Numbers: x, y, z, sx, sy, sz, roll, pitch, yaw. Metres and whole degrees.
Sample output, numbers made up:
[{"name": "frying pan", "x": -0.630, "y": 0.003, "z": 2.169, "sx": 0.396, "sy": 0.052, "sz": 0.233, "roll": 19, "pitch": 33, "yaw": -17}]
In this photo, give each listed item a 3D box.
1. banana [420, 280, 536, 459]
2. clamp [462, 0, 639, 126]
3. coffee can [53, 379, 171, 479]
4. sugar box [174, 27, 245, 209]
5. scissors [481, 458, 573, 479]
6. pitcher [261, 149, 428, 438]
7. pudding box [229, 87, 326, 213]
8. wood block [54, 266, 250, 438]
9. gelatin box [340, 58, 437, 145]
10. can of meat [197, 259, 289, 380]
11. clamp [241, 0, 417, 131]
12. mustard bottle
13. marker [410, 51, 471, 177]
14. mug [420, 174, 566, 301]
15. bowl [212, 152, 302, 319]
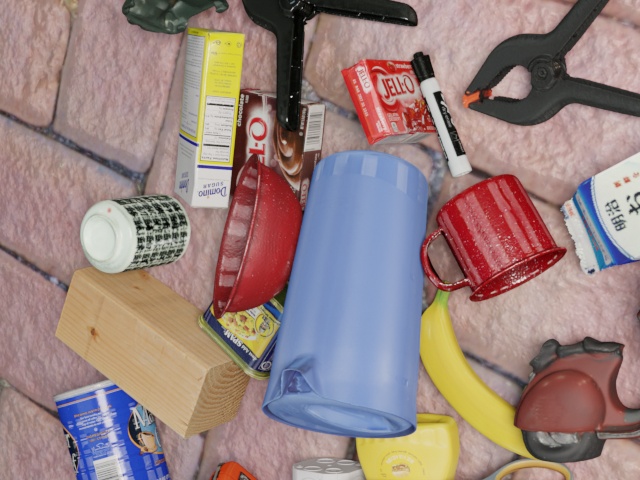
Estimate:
[{"name": "banana", "x": 0.146, "y": 0.133, "z": 0.977, "sx": 0.070, "sy": 0.037, "sz": 0.198, "roll": -46, "pitch": 71, "yaw": 29}, {"name": "clamp", "x": 0.198, "y": -0.154, "z": 0.906, "sx": 0.172, "sy": 0.039, "sz": 0.120, "roll": -6, "pitch": 91, "yaw": 34}, {"name": "coffee can", "x": -0.233, "y": 0.228, "z": 1.203, "sx": 0.103, "sy": 0.102, "sz": 0.140, "roll": -19, "pitch": 85, "yaw": 34}, {"name": "sugar box", "x": -0.115, "y": -0.127, "z": 1.094, "sx": 0.093, "sy": 0.048, "sz": 0.176, "roll": -144, "pitch": 56, "yaw": -67}, {"name": "scissors", "x": 0.127, "y": 0.241, "z": 0.945, "sx": 0.202, "sy": 0.016, "sz": 0.096, "roll": -12, "pitch": 48, "yaw": 5}, {"name": "pitcher", "x": 0.036, "y": 0.052, "z": 0.954, "sx": 0.149, "sy": 0.145, "sz": 0.243, "roll": 123, "pitch": 157, "yaw": -67}, {"name": "pudding box", "x": -0.044, "y": -0.091, "z": 1.076, "sx": 0.090, "sy": 0.039, "sz": 0.113, "roll": 17, "pitch": 105, "yaw": 31}, {"name": "wood block", "x": -0.180, "y": 0.113, "z": 1.162, "sx": 0.206, "sy": 0.090, "sz": 0.091, "roll": 32, "pitch": 113, "yaw": 27}, {"name": "gelatin box", "x": 0.064, "y": -0.126, "z": 0.969, "sx": 0.030, "sy": 0.089, "sz": 0.073, "roll": -24, "pitch": 82, "yaw": 34}, {"name": "can of meat", "x": -0.065, "y": 0.078, "z": 1.101, "sx": 0.102, "sy": 0.057, "sz": 0.084, "roll": 42, "pitch": 115, "yaw": 23}, {"name": "clamp", "x": -0.010, "y": -0.230, "z": 1.028, "sx": 0.165, "sy": 0.036, "sz": 0.210, "roll": -33, "pitch": 67, "yaw": 17}, {"name": "mustard bottle", "x": 0.089, "y": 0.264, "z": 1.017, "sx": 0.096, "sy": 0.058, "sz": 0.191, "roll": -4, "pitch": 94, "yaw": 22}, {"name": "marker", "x": 0.110, "y": -0.117, "z": 0.981, "sx": 0.020, "sy": 0.020, "sz": 0.121, "roll": -24, "pitch": 82, "yaw": 34}, {"name": "mug", "x": 0.142, "y": 0.001, "z": 0.925, "sx": 0.117, "sy": 0.093, "sz": 0.081, "roll": -26, "pitch": 73, "yaw": -2}, {"name": "bowl", "x": -0.057, "y": 0.001, "z": 1.016, "sx": 0.055, "sy": 0.162, "sz": 0.162, "roll": 14, "pitch": 108, "yaw": -13}]
